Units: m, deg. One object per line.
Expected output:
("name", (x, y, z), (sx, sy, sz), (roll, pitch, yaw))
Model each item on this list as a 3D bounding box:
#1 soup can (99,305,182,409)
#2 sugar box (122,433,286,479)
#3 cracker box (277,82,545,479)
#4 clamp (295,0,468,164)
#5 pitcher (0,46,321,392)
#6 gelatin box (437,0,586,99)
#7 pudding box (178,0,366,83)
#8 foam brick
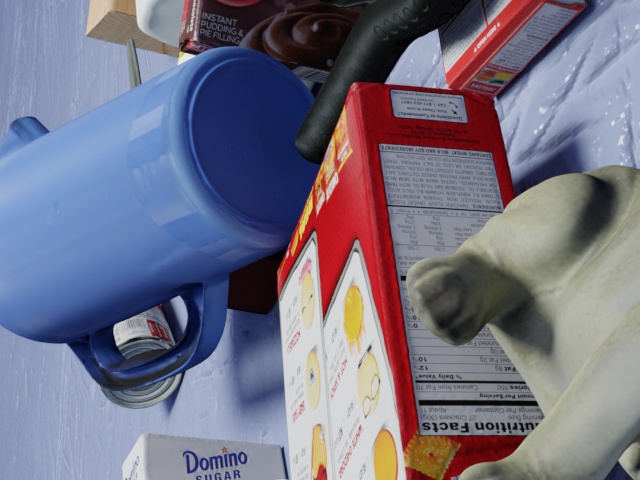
("soup can", (-0.154, 0.081, 0.866), (0.068, 0.068, 0.102), (-70, 28, 21))
("sugar box", (-0.058, 0.196, 0.594), (0.048, 0.093, 0.176), (-58, 32, 38))
("cracker box", (0.035, 0.068, 0.445), (0.164, 0.072, 0.213), (114, 153, -57))
("clamp", (0.036, -0.127, 0.510), (0.172, 0.039, 0.120), (-45, 41, 42))
("pitcher", (-0.101, -0.012, 0.622), (0.243, 0.149, 0.145), (-19, 43, 48))
("gelatin box", (0.083, -0.122, 0.491), (0.073, 0.030, 0.089), (134, 139, -52))
("pudding box", (-0.020, -0.143, 0.616), (0.039, 0.113, 0.090), (-4, 78, 65))
("foam brick", (-0.055, 0.001, 0.705), (0.051, 0.052, 0.078), (-58, 34, 38))
